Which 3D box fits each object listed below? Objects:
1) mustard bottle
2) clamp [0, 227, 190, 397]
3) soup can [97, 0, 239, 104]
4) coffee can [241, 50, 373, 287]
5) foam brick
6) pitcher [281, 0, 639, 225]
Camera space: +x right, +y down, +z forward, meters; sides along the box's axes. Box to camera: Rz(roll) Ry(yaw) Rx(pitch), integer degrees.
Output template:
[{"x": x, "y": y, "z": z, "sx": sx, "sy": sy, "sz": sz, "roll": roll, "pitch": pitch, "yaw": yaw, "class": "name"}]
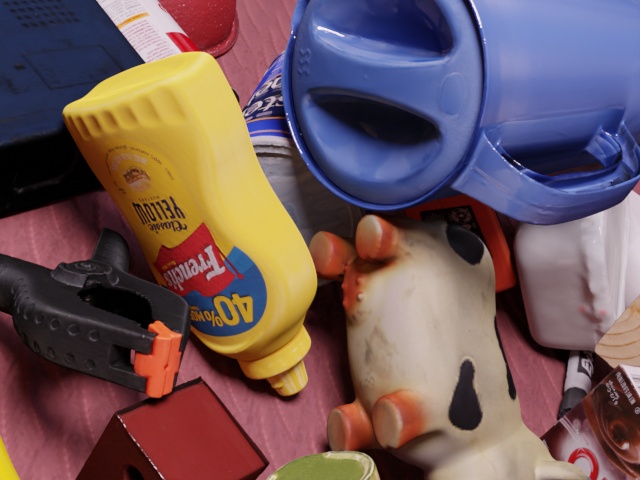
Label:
[{"x": -0.054, "y": 0.001, "z": 0.557, "sx": 0.058, "sy": 0.096, "sz": 0.191, "roll": -47, "pitch": 119, "yaw": -42, "class": "mustard bottle"}, {"x": -0.109, "y": 0.026, "z": 0.510, "sx": 0.172, "sy": 0.039, "sz": 0.120, "roll": 25, "pitch": 26, "yaw": 38, "class": "clamp"}, {"x": -0.108, "y": -0.107, "z": 0.678, "sx": 0.068, "sy": 0.069, "sz": 0.102, "roll": -18, "pitch": 61, "yaw": -47, "class": "soup can"}, {"x": -0.008, "y": -0.051, "z": 0.665, "sx": 0.102, "sy": 0.103, "sz": 0.140, "roll": 31, "pitch": 37, "yaw": -6, "class": "coffee can"}, {"x": -0.070, "y": 0.107, "z": 0.466, "sx": 0.051, "sy": 0.078, "sz": 0.053, "roll": -20, "pitch": 61, "yaw": -47, "class": "foam brick"}, {"x": 0.111, "y": -0.086, "z": 0.602, "sx": 0.242, "sy": 0.145, "sz": 0.149, "roll": -9, "pitch": 93, "yaw": -45, "class": "pitcher"}]
